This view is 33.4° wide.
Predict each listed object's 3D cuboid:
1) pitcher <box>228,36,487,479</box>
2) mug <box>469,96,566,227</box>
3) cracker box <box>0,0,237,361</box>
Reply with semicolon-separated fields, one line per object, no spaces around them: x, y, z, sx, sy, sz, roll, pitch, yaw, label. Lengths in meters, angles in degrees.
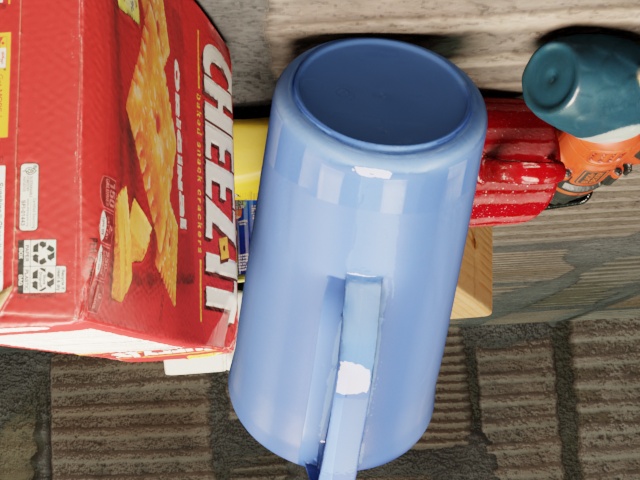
0.019;0.019;0.599;0.144;0.149;0.243;-29;145;-31;pitcher
0.102;-0.048;0.662;0.081;0.093;0.117;-3;-172;-31;mug
-0.089;-0.036;0.445;0.072;0.164;0.213;-3;171;9;cracker box
